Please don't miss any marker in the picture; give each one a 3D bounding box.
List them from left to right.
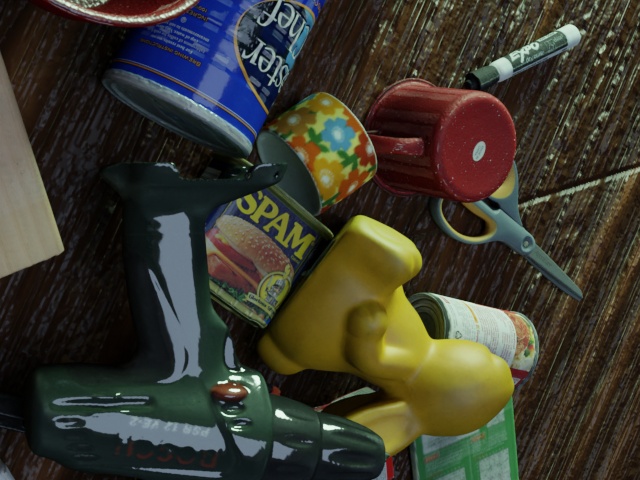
[{"bbox_3d":[0.164,-0.147,0.871,0.121,0.020,0.020,-28,114,-26],"label":"marker"}]

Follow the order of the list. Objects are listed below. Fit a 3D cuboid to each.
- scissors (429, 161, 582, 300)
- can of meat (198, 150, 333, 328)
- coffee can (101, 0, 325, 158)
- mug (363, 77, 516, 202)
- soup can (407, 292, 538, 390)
[{"bbox_3d":[0.172,-0.019,0.905,0.201,0.016,0.096,20,88,-35],"label":"scissors"},{"bbox_3d":[-0.055,0.001,0.734,0.102,0.058,0.084,40,79,-33],"label":"can of meat"},{"bbox_3d":[-0.060,-0.137,0.673,0.102,0.103,0.140,31,82,-34],"label":"coffee can"},{"bbox_3d":[0.081,-0.073,0.793,0.117,0.082,0.093,-1,100,-34],"label":"mug"},{"bbox_3d":[0.115,0.083,0.856,0.102,0.069,0.068,14,92,-34],"label":"soup can"}]
